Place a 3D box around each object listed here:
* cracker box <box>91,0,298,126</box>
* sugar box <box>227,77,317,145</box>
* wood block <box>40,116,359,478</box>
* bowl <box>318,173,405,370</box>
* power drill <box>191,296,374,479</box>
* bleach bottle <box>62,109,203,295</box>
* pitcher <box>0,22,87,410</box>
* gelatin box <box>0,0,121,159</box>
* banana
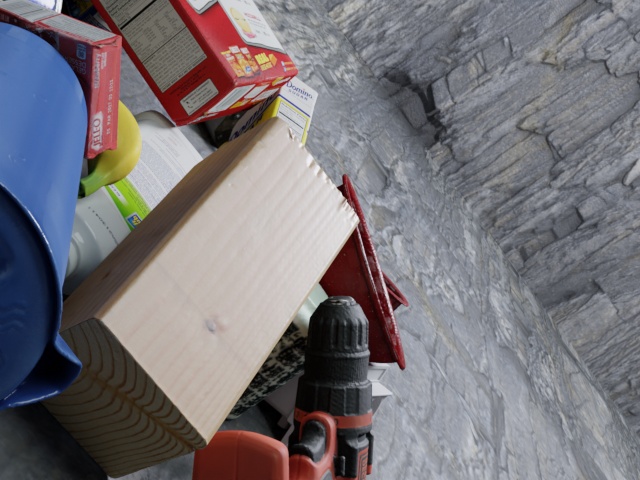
[{"bbox_3d":[-0.124,-0.203,0.884,0.214,0.072,0.164,55,21,-1],"label":"cracker box"},{"bbox_3d":[-0.056,-0.067,0.951,0.048,0.093,0.176,33,38,-21],"label":"sugar box"},{"bbox_3d":[-0.070,0.026,0.624,0.091,0.090,0.205,52,41,-15],"label":"wood block"},{"bbox_3d":[0.019,0.032,0.844,0.162,0.055,0.162,-17,90,-85],"label":"bowl"},{"bbox_3d":[-0.014,0.132,0.646,0.187,0.057,0.184,-9,102,-69],"label":"power drill"},{"bbox_3d":[-0.145,-0.024,0.733,0.102,0.068,0.250,49,17,-4],"label":"bleach bottle"},{"bbox_3d":[-0.184,-0.032,0.504,0.243,0.145,0.149,-104,-174,-65],"label":"pitcher"},{"bbox_3d":[-0.162,-0.098,0.645,0.089,0.073,0.030,24,31,25],"label":"gelatin box"},{"bbox_3d":[-0.171,-0.090,0.716,0.069,0.037,0.198,0,32,-41],"label":"banana"}]
